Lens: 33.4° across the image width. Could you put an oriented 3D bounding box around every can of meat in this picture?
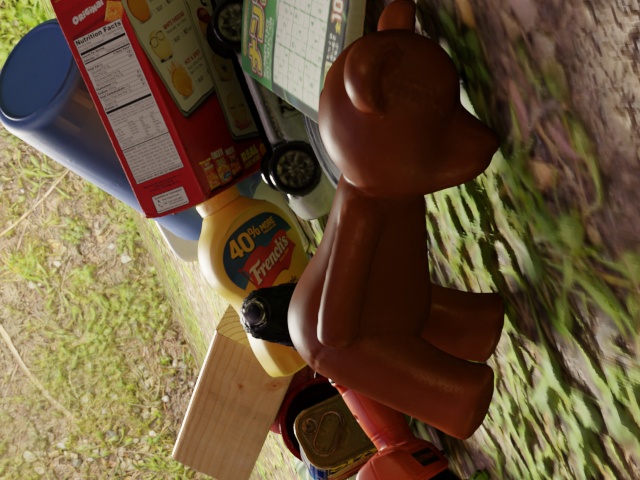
[{"bbox_3d":[0.029,0.174,0.958,0.057,0.102,0.084,61,169,23],"label":"can of meat"}]

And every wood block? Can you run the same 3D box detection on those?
[{"bbox_3d":[-0.083,0.157,1.137,0.090,0.090,0.206,-65,-3,-52],"label":"wood block"}]

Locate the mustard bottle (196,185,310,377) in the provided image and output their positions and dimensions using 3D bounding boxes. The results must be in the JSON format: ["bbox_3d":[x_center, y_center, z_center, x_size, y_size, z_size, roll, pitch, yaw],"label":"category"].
[{"bbox_3d":[-0.055,0.022,0.965,0.191,0.096,0.058,57,152,-8],"label":"mustard bottle"}]

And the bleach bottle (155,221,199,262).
[{"bbox_3d":[-0.147,-0.053,1.262,0.102,0.068,0.251,61,-175,-12],"label":"bleach bottle"}]

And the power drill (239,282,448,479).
[{"bbox_3d":[0.020,0.116,0.848,0.188,0.057,0.184,62,-160,16],"label":"power drill"}]

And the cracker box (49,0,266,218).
[{"bbox_3d":[-0.119,-0.142,0.862,0.164,0.072,0.213,-39,-72,-59],"label":"cracker box"}]

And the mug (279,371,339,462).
[{"bbox_3d":[0.000,0.178,1.136,0.081,0.093,0.117,139,132,-82],"label":"mug"}]

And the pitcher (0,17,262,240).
[{"bbox_3d":[-0.179,-0.099,0.976,0.242,0.149,0.145,32,-163,-50],"label":"pitcher"}]
